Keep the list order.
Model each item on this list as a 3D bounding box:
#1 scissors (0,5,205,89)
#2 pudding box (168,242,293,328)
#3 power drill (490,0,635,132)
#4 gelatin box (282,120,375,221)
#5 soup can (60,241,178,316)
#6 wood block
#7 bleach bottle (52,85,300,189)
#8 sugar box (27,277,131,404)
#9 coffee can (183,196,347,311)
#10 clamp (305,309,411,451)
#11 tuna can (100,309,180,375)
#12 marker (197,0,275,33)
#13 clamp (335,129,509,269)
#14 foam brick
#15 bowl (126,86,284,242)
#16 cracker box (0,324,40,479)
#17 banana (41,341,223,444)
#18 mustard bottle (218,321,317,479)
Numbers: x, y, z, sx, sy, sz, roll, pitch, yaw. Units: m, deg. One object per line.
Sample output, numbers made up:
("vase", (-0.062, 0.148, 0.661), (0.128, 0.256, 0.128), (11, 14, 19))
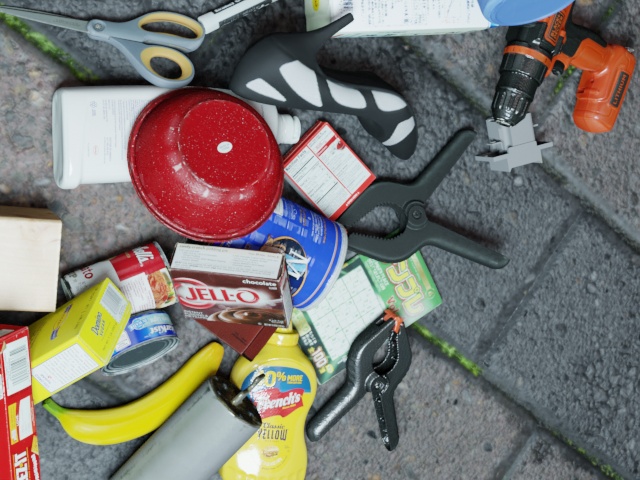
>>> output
("scissors", (-0.208, -0.190, 1.045), (0.201, 0.016, 0.096), (-5, 65, -22))
("pudding box", (-0.087, 0.045, 1.055), (0.113, 0.090, 0.039), (4, 56, 8))
("power drill", (0.275, -0.190, 1.207), (0.187, 0.057, 0.184), (25, 85, -44))
("gelatin box", (0.004, -0.075, 1.165), (0.073, 0.030, 0.089), (-47, 110, -9))
("soup can", (-0.203, 0.050, 1.082), (0.102, 0.069, 0.068), (-21, 107, -17))
("wood block", (-0.356, 0.012, 1.001), (0.205, 0.090, 0.091), (3, 98, -23))
("bleach bottle", (-0.140, -0.105, 1.083), (0.250, 0.068, 0.102), (-2, 96, -24))
("sugar box", (-0.263, 0.110, 1.008), (0.176, 0.093, 0.048), (-27, 114, 23))
("coffee can", (-0.057, 0.001, 1.113), (0.140, 0.103, 0.103), (25, 89, -24))
("clamp", (0.066, 0.166, 1.222), (0.120, 0.039, 0.171), (22, 100, -35))
("tuna can", (-0.189, 0.104, 1.087), (0.086, 0.086, 0.034), (-20, 74, -18))
("marker", (-0.071, -0.248, 1.110), (0.121, 0.020, 0.020), (-28, 108, -16))
("clamp", (0.111, -0.020, 1.202), (0.209, 0.036, 0.164), (-21, 88, -16))
("foam brick", (-0.092, 0.083, 1.123), (0.078, 0.051, 0.053), (36, 83, 15))
("bowl", (-0.100, -0.082, 1.020), (0.161, 0.055, 0.162), (7, 71, -22))
("cracker box", (-0.362, 0.157, 0.965), (0.214, 0.072, 0.164), (2, 101, 23))
("banana", (-0.187, 0.170, 1.126), (0.197, 0.037, 0.069), (-18, 108, -18))
("mustard bottle", (-0.054, 0.171, 1.169), (0.096, 0.058, 0.192), (6, 96, -16))
